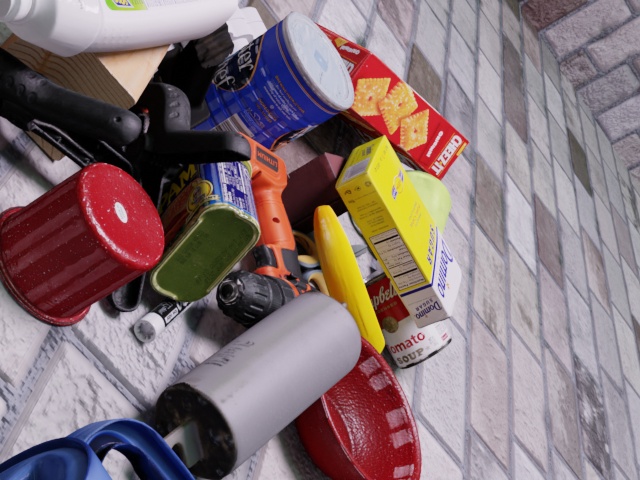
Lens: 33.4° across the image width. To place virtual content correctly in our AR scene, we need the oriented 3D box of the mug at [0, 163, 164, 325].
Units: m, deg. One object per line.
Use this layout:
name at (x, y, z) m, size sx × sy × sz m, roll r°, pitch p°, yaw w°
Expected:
mug at (-0.159, -0.005, 0.740) m, size 0.093 × 0.082 × 0.117 m, roll 56°, pitch 25°, yaw -10°

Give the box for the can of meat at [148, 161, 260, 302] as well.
can of meat at (-0.094, -0.013, 0.832) m, size 0.057 × 0.102 × 0.084 m, roll 28°, pitch 28°, yaw -30°

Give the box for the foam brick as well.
foam brick at (-0.006, -0.046, 1.089) m, size 0.052 × 0.078 × 0.051 m, roll 7°, pitch 57°, yaw -63°

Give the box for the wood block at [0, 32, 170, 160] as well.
wood block at (-0.181, -0.166, 0.863) m, size 0.090 × 0.091 × 0.206 m, roll 49°, pitch 27°, yaw -22°

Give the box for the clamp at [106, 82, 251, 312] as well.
clamp at (-0.121, -0.067, 0.821) m, size 0.036 × 0.165 × 0.210 m, roll 26°, pitch 31°, yaw -35°

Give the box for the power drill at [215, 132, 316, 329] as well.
power drill at (-0.056, 0.001, 0.950) m, size 0.184 × 0.057 × 0.188 m, roll 32°, pitch 38°, yaw -63°

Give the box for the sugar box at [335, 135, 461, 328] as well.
sugar box at (0.083, -0.009, 1.077) m, size 0.176 × 0.048 × 0.093 m, roll 56°, pitch 28°, yaw -18°

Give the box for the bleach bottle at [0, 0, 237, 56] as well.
bleach bottle at (-0.153, -0.183, 0.753) m, size 0.102 × 0.068 × 0.250 m, roll 59°, pitch 27°, yaw 0°

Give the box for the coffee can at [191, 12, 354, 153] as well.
coffee can at (-0.054, -0.136, 1.016) m, size 0.102 × 0.140 × 0.103 m, roll 44°, pitch 29°, yaw -33°

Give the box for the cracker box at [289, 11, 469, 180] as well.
cracker box at (0.053, -0.167, 1.265) m, size 0.213 × 0.072 × 0.164 m, roll 34°, pitch 2°, yaw -45°

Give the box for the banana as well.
banana at (0.029, 0.057, 1.047) m, size 0.070 × 0.037 × 0.198 m, roll -110°, pitch 180°, yaw -51°

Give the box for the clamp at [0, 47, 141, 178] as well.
clamp at (-0.195, -0.097, 0.735) m, size 0.171 × 0.120 × 0.039 m, roll 31°, pitch 65°, yaw -13°

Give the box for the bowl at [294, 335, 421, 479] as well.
bowl at (0.024, 0.160, 0.947) m, size 0.162 × 0.055 × 0.162 m, roll 44°, pitch 29°, yaw -33°

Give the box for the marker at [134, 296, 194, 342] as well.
marker at (-0.113, 0.049, 0.847) m, size 0.020 × 0.020 × 0.121 m, roll 58°, pitch 24°, yaw -6°

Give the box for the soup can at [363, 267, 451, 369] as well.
soup can at (0.088, 0.078, 1.146) m, size 0.102 × 0.069 × 0.068 m, roll 60°, pitch 24°, yaw -3°

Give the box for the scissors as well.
scissors at (0.015, 0.034, 1.116) m, size 0.201 × 0.016 × 0.096 m, roll 15°, pitch 52°, yaw -58°
